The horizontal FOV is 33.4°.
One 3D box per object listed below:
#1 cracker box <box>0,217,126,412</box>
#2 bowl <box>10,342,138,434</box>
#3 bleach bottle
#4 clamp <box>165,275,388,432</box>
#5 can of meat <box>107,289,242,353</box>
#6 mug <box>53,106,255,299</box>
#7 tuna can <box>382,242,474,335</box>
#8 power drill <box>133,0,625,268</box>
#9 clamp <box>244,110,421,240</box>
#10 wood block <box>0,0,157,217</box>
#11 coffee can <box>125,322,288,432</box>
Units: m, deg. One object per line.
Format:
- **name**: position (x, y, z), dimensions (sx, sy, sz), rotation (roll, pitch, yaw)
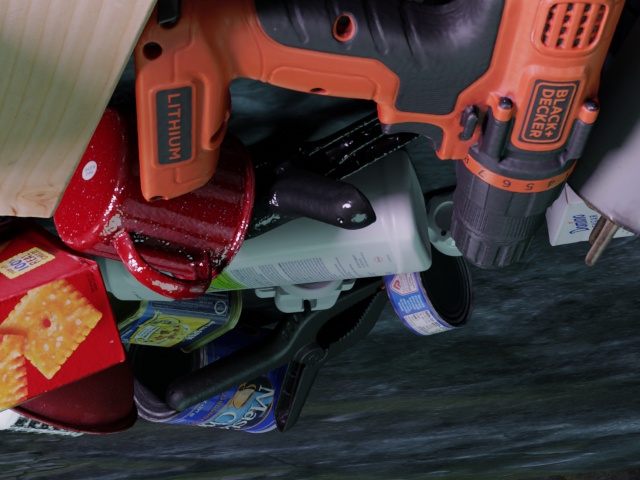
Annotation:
- **cracker box**: position (-0.243, 0.058, 0.621), dimensions (0.213, 0.072, 0.164), rotation (-20, -160, -24)
- **bowl**: position (-0.213, 0.092, 0.865), dimensions (0.162, 0.055, 0.162), rotation (25, -171, -4)
- **bleach bottle**: position (-0.055, 0.001, 0.731), dimensions (0.251, 0.068, 0.102), rotation (-9, 160, 11)
- **clamp**: position (-0.011, 0.092, 0.911), dimensions (0.210, 0.036, 0.164), rotation (-40, 147, 10)
- **can of meat**: position (-0.124, 0.049, 0.848), dimensions (0.083, 0.057, 0.102), rotation (9, 154, -34)
- **mug**: position (-0.093, -0.017, 0.592), dimensions (0.081, 0.117, 0.093), rotation (16, 134, -38)
- **tuna can**: position (0.083, 0.029, 0.824), dimensions (0.034, 0.086, 0.086), rotation (-18, 158, 32)
- **power drill**: position (0.019, -0.053, 0.444), dimensions (0.187, 0.057, 0.184), rotation (0, 139, -5)
- **clamp**: position (-0.004, -0.041, 0.626), dimensions (0.172, 0.039, 0.120), rotation (-4, -151, 47)
- **wood block**: position (-0.129, -0.089, 0.407), dimensions (0.090, 0.090, 0.206), rotation (2, 159, -24)
- **coffee can**: position (-0.099, 0.123, 0.993), dimensions (0.103, 0.103, 0.140), rotation (-20, 157, 31)
